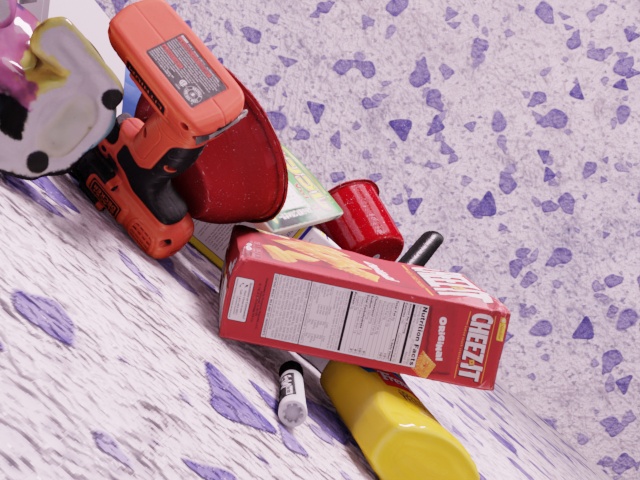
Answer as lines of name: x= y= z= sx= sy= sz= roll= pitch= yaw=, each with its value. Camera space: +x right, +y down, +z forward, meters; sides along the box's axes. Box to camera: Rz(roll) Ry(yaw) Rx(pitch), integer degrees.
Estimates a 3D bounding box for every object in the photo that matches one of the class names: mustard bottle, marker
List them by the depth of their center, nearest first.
marker: x=-0.020 y=0.106 z=0.753 sx=0.020 sy=0.020 sz=0.121 roll=41 pitch=3 yaw=-6
mustard bottle: x=0.048 y=0.133 z=0.844 sx=0.096 sy=0.058 sz=0.192 roll=34 pitch=6 yaw=-26

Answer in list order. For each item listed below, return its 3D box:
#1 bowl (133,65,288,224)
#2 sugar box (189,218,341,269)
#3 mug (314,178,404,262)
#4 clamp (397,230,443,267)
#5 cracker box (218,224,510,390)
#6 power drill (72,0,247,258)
bowl: x=-0.102 y=-0.071 z=0.864 sx=0.162 sy=0.055 sz=0.162 roll=33 pitch=-37 yaw=29
sugar box: x=-0.057 y=0.001 z=1.056 sx=0.176 sy=0.093 sz=0.048 roll=41 pitch=4 yaw=-8
mug: x=0.032 y=-0.005 z=1.208 sx=0.093 sy=0.117 sz=0.081 roll=86 pitch=-22 yaw=-57
clamp: x=0.067 y=0.088 z=1.159 sx=0.209 sy=0.164 sz=0.036 roll=-16 pitch=13 yaw=-41
cracker box: x=0.027 y=0.048 z=0.860 sx=0.213 sy=0.072 sz=0.164 roll=12 pitch=7 yaw=-7
power drill: x=-0.141 y=-0.093 z=0.791 sx=0.184 sy=0.057 sz=0.188 roll=48 pitch=-35 yaw=4
